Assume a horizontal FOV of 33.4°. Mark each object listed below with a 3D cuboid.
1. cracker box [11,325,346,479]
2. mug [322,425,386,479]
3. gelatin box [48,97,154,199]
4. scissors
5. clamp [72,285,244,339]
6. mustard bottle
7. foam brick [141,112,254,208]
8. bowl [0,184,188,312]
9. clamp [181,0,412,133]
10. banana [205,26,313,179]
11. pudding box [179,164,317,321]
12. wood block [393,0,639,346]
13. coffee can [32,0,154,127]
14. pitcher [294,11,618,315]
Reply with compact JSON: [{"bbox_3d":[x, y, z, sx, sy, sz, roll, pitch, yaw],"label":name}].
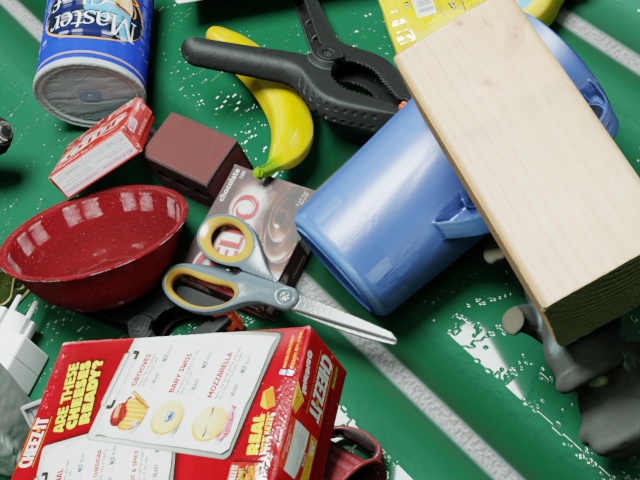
[{"bbox_3d":[-0.102,0.149,0.728,0.214,0.072,0.164,-7,50,28],"label":"cracker box"},{"bbox_3d":[-0.004,0.174,0.772,0.082,0.093,0.117,26,47,31],"label":"mug"},{"bbox_3d":[-0.195,-0.084,0.958,0.089,0.030,0.073,-31,23,18],"label":"gelatin box"},{"bbox_3d":[-0.029,0.028,0.847,0.202,0.016,0.096,4,68,18],"label":"scissors"},{"bbox_3d":[-0.151,0.073,0.891,0.171,0.039,0.120,-20,63,5],"label":"clamp"},{"bbox_3d":[0.151,-0.215,0.941,0.191,0.058,0.096,-18,58,6],"label":"mustard bottle"},{"bbox_3d":[-0.109,-0.069,0.943,0.078,0.053,0.051,25,73,26],"label":"foam brick"},{"bbox_3d":[-0.184,0.013,0.897,0.162,0.055,0.162,-10,27,5],"label":"bowl"},{"bbox_3d":[0.005,-0.158,0.947,0.210,0.036,0.164,30,47,18],"label":"clamp"},{"bbox_3d":[-0.048,-0.128,0.953,0.037,0.069,0.198,-57,40,35],"label":"banana"},{"bbox_3d":[-0.056,0.001,0.899,0.090,0.039,0.113,20,71,24],"label":"pudding box"},{"bbox_3d":[0.139,-0.048,0.699,0.090,0.090,0.206,-30,63,6],"label":"wood block"},{"bbox_3d":[-0.211,-0.192,1.009,0.103,0.102,0.140,-7,61,13],"label":"coffee can"},{"bbox_3d":[0.104,-0.053,0.828,0.243,0.149,0.145,-42,77,-4],"label":"pitcher"}]
